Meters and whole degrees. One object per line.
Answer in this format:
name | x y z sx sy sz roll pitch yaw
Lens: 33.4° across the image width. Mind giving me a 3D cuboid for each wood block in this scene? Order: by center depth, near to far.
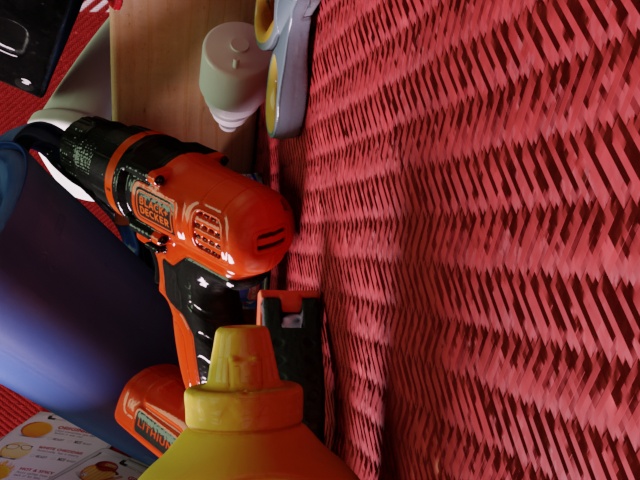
wood block | -0.087 -0.117 0.672 0.091 0.090 0.206 -104 16 -49

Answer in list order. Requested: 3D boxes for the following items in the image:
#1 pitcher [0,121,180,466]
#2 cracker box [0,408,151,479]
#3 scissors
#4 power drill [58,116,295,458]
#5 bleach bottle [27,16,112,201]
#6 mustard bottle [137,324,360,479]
pitcher | -0.161 0.046 0.722 0.242 0.149 0.145 45 -178 -38
cracker box | -0.182 0.202 0.768 0.213 0.164 0.072 -35 -49 -58
scissors | -0.008 -0.090 0.464 0.202 0.016 0.096 -147 55 -76
power drill | -0.087 0.031 0.609 0.185 0.057 0.188 27 127 43
bleach bottle | -0.154 -0.156 0.900 0.102 0.068 0.250 74 -151 -52
mustard bottle | -0.024 0.125 0.365 0.058 0.096 0.191 178 90 -79
